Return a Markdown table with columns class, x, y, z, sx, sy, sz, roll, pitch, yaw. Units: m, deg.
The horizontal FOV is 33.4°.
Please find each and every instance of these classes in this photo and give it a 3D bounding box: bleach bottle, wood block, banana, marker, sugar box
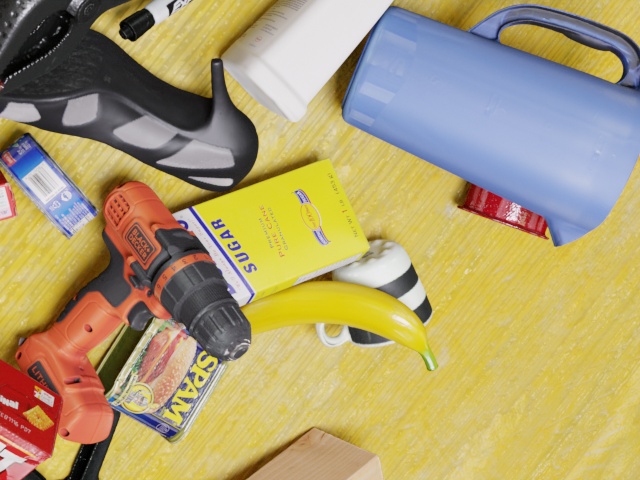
| class | x | y | z | sx | sy | sz | roll | pitch | yaw |
| --- | --- | --- | --- | --- | --- | --- | --- | --- | --- |
| bleach bottle | 0.030 | -0.214 | 0.879 | 0.251 | 0.103 | 0.068 | -47 | 119 | -3 |
| wood block | -0.039 | 0.276 | 0.988 | 0.205 | 0.091 | 0.090 | -32 | 121 | -36 |
| banana | 0.010 | 0.069 | 0.948 | 0.198 | 0.037 | 0.070 | 10 | 102 | 14 |
| marker | -0.113 | -0.193 | 0.844 | 0.121 | 0.020 | 0.020 | -43 | 122 | -30 |
| sugar box | -0.056 | 0.001 | 0.926 | 0.176 | 0.048 | 0.093 | -21 | 80 | -20 |

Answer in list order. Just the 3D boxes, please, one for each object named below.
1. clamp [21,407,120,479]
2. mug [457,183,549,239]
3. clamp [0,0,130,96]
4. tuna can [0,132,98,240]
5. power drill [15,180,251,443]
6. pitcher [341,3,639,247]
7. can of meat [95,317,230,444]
| class | x | y | z | sx | sy | sz | roll | pitch | yaw |
| --- | --- | --- | --- | --- | --- | --- | --- | --- | --- |
| clamp | -0.236 | 0.225 | 0.946 | 0.120 | 0.039 | 0.171 | -4 | 105 | -24 |
| mug | 0.193 | -0.053 | 1.029 | 0.117 | 0.093 | 0.081 | 12 | 99 | -60 |
| clamp | -0.174 | -0.183 | 0.757 | 0.036 | 0.165 | 0.209 | 41 | 71 | 11 |
| tuna can | -0.213 | -0.043 | 0.835 | 0.033 | 0.086 | 0.086 | -42 | 120 | -8 |
| power drill | -0.152 | 0.072 | 0.850 | 0.188 | 0.185 | 0.057 | -50 | 147 | 16 |
| pitcher | 0.150 | -0.117 | 0.912 | 0.243 | 0.149 | 0.145 | 23 | 138 | 0 |
| can of meat | -0.140 | 0.113 | 0.936 | 0.083 | 0.058 | 0.102 | 36 | 80 | -27 |
